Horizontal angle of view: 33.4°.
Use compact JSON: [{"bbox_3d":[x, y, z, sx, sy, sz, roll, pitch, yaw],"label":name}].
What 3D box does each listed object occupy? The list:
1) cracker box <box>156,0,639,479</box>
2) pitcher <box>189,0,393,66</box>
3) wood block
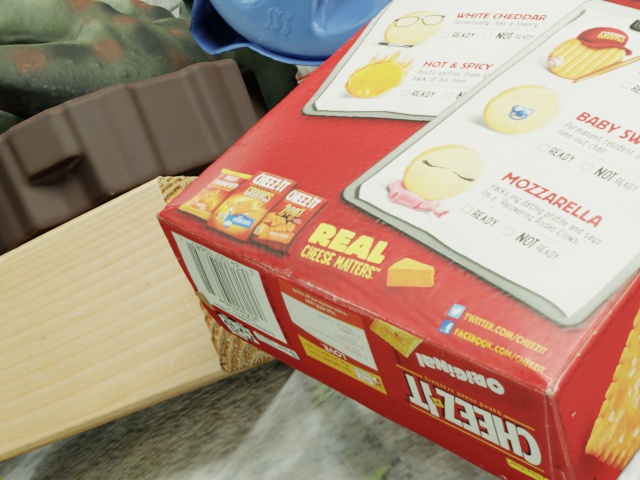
[{"bbox_3d":[0.076,-0.030,0.378,0.164,0.072,0.213,22,56,40],"label":"cracker box"},{"bbox_3d":[0.015,-0.177,0.635,0.149,0.145,0.242,3,9,4],"label":"pitcher"},{"bbox_3d":[-0.120,0.048,0.528,0.206,0.091,0.090,-24,-6,26],"label":"wood block"}]
